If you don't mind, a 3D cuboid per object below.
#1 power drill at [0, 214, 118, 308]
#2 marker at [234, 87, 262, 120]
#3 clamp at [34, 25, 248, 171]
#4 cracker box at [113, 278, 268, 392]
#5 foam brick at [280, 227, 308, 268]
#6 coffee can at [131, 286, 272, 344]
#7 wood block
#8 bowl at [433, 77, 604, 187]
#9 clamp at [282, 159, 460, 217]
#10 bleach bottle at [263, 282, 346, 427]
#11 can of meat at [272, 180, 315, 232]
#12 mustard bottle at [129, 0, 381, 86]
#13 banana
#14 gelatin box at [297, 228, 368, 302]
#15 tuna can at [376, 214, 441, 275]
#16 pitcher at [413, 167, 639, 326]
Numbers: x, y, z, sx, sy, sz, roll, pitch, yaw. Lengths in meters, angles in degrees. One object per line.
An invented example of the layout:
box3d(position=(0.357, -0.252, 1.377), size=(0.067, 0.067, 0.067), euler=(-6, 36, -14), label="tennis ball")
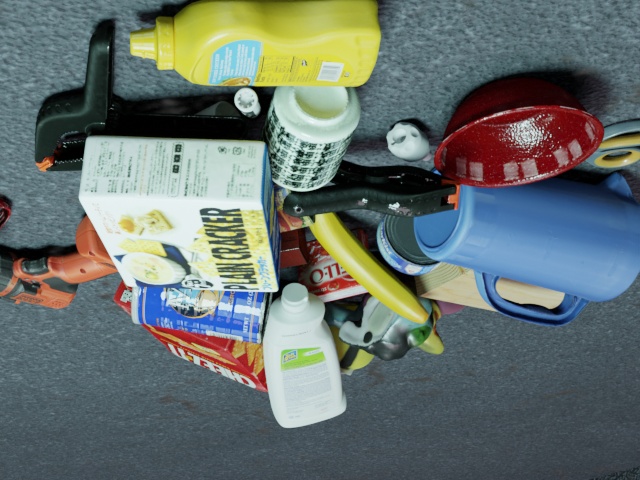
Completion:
box3d(position=(-0.303, 0.022, 1.206), size=(0.188, 0.057, 0.184), euler=(-16, 159, 29), label="power drill")
box3d(position=(-0.061, -0.117, 0.929), size=(0.020, 0.020, 0.121), euler=(-6, -178, -1), label="marker")
box3d(position=(-0.177, -0.101, 0.946), size=(0.164, 0.036, 0.210), euler=(29, 144, -32), label="clamp")
box3d(position=(-0.146, 0.111, 1.345), size=(0.164, 0.072, 0.213), euler=(21, 164, 19), label="cracker box")
box3d(position=(-0.058, 0.002, 1.223), size=(0.078, 0.053, 0.051), euler=(-9, 157, 7), label="foam brick")
box3d(position=(-0.124, 0.051, 1.156), size=(0.140, 0.103, 0.103), euler=(10, 157, 1), label="coffee can")
box3d(position=(0.216, 0.028, 1.308), size=(0.205, 0.091, 0.090), euler=(13, 149, -38), label="wood block")
box3d(position=(0.185, -0.109, 1.022), size=(0.162, 0.055, 0.162), euler=(-5, 157, -2), label="bowl")
box3d(position=(0.047, -0.056, 1.040), size=(0.171, 0.120, 0.039), euler=(3, 125, -5), label="clamp")
box3d(position=(-0.019, 0.136, 1.313), size=(0.102, 0.068, 0.251), euler=(-15, 142, -11), label="bleach bottle")
box3d(position=(-0.059, -0.043, 1.116), size=(0.084, 0.057, 0.102), euler=(-14, 156, 12), label="can of meat")
box3d(position=(-0.054, -0.156, 0.846), size=(0.191, 0.058, 0.096), euler=(-2, 165, -10), label="mustard bottle")
box3d(position=(0.045, 0.023, 1.218), size=(0.037, 0.197, 0.070), euler=(-45, -165, -5), label="banana")
box3d(position=(0.017, 0.033, 1.289), size=(0.089, 0.073, 0.030), euler=(-15, 156, 19), label="gelatin box")
box3d(position=(0.108, -0.005, 1.209), size=(0.086, 0.086, 0.034), euler=(1, 157, -16), label="tuna can")
box3d(position=(0.225, -0.004, 1.176), size=(0.242, 0.149, 0.145), euler=(10, 151, -27), label="pitcher")
